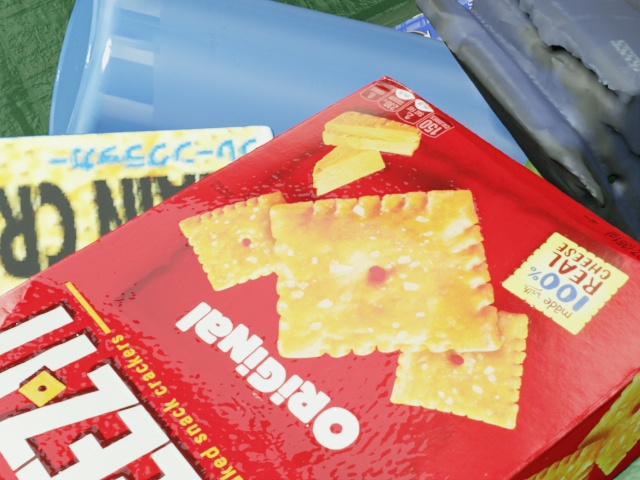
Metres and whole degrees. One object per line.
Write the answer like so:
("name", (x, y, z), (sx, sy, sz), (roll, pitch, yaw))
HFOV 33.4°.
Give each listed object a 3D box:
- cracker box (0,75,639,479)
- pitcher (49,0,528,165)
("cracker box", (-0.005, 0.047, 0.354), (0.213, 0.072, 0.164), (-32, 51, -21))
("pitcher", (-0.020, -0.059, 0.584), (0.242, 0.149, 0.145), (11, 11, -23))
